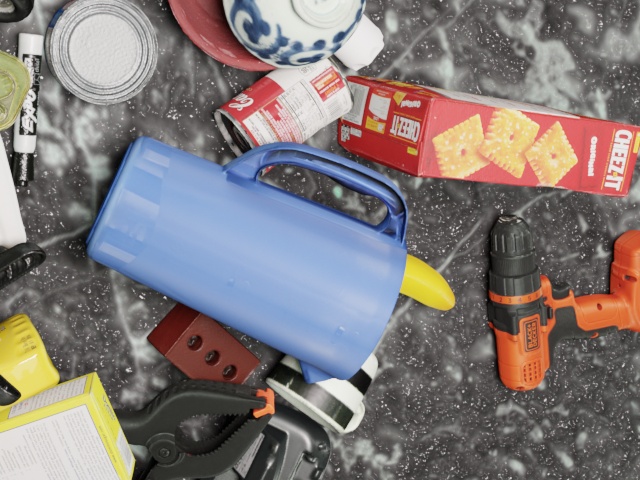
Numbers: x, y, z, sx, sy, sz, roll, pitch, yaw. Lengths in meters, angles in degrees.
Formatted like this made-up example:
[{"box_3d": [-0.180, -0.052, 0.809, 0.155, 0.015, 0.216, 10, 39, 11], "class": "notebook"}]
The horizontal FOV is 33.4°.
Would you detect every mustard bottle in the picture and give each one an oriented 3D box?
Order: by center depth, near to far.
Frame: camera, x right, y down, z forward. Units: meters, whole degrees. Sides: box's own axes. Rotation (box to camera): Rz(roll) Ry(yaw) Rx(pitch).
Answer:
[{"box_3d": [-0.303, 0.126, 0.827, 0.191, 0.096, 0.058, -27, 114, -16], "class": "mustard bottle"}]

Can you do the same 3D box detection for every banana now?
[{"box_3d": [0.043, 0.036, 0.999, 0.197, 0.037, 0.070, -1, 120, -23], "class": "banana"}]

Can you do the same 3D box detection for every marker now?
[{"box_3d": [-0.233, -0.103, 0.847, 0.020, 0.020, 0.121, 2, 102, -25], "class": "marker"}]

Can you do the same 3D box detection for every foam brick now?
[{"box_3d": [-0.102, 0.096, 0.936, 0.078, 0.051, 0.053, 44, 82, -26], "class": "foam brick"}]

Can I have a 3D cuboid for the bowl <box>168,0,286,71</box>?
[{"box_3d": [-0.058, -0.222, 0.877, 0.161, 0.055, 0.162, -6, 105, -23], "class": "bowl"}]

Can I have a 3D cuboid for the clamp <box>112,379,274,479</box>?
[{"box_3d": [-0.142, 0.167, 0.912, 0.210, 0.036, 0.164, -28, 113, 9], "class": "clamp"}]

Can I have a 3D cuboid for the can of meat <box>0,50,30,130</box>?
[{"box_3d": [-0.273, -0.125, 0.787, 0.102, 0.084, 0.057, 23, 92, -27], "class": "can of meat"}]

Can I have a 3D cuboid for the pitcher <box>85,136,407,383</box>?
[{"box_3d": [-0.056, 0.001, 0.868, 0.242, 0.145, 0.149, 24, 63, -12], "class": "pitcher"}]

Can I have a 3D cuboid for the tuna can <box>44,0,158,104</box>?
[{"box_3d": [-0.176, -0.153, 0.852, 0.086, 0.034, 0.086, -6, 105, -23], "class": "tuna can"}]

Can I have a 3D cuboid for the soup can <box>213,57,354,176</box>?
[{"box_3d": [-0.030, -0.111, 0.910, 0.102, 0.069, 0.068, -37, 115, -13], "class": "soup can"}]

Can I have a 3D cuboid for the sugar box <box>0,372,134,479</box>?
[{"box_3d": [-0.250, 0.180, 0.866, 0.176, 0.048, 0.093, -17, 110, 3], "class": "sugar box"}]

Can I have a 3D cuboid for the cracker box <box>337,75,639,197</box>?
[{"box_3d": [0.144, -0.091, 0.940, 0.213, 0.164, 0.072, 5, 102, -25], "class": "cracker box"}]

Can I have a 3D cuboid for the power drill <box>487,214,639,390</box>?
[{"box_3d": [0.256, 0.046, 1.085, 0.187, 0.057, 0.184, -14, 111, -18], "class": "power drill"}]

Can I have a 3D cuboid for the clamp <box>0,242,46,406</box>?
[{"box_3d": [-0.281, 0.051, 0.800, 0.039, 0.172, 0.120, 56, 46, -62], "class": "clamp"}]
